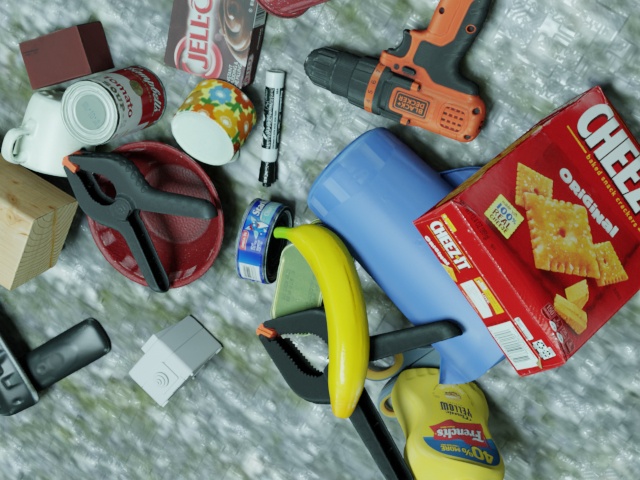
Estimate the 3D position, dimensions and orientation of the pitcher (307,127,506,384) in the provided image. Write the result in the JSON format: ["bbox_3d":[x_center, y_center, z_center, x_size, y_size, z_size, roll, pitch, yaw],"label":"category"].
[{"bbox_3d":[0.113,0.002,1.012,0.243,0.149,0.145,46,136,8],"label":"pitcher"}]

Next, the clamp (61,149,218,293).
[{"bbox_3d":[-0.197,-0.026,1.101,0.171,0.039,0.120,32,110,11],"label":"clamp"}]

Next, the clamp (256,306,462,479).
[{"bbox_3d":[0.025,0.131,1.002,0.210,0.036,0.164,16,100,33],"label":"clamp"}]

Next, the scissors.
[{"bbox_3d":[0.114,0.102,1.097,0.096,0.016,0.202,39,113,1],"label":"scissors"}]

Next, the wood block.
[{"bbox_3d":[-0.375,-0.047,1.132,0.206,0.090,0.091,30,114,9],"label":"wood block"}]

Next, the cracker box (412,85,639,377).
[{"bbox_3d":[0.208,-0.012,0.920,0.164,0.213,0.072,55,150,-3],"label":"cracker box"}]

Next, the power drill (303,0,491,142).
[{"bbox_3d":[0.087,-0.202,0.994,0.184,0.057,0.188,22,115,13],"label":"power drill"}]

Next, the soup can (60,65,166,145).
[{"bbox_3d":[-0.212,-0.140,1.098,0.069,0.102,0.068,6,108,19],"label":"soup can"}]

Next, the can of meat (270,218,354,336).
[{"bbox_3d":[-0.007,0.038,1.087,0.057,0.083,0.102,16,112,15],"label":"can of meat"}]

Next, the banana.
[{"bbox_3d":[0.012,0.060,0.976,0.070,0.037,0.198,-41,58,43],"label":"banana"}]

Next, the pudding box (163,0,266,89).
[{"bbox_3d":[-0.103,-0.218,1.067,0.090,0.039,0.113,19,113,14],"label":"pudding box"}]

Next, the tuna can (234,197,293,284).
[{"bbox_3d":[-0.057,0.001,1.093,0.034,0.086,0.086,13,110,14],"label":"tuna can"}]

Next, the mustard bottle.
[{"bbox_3d":[0.125,0.201,1.020,0.096,0.191,0.058,17,117,-13],"label":"mustard bottle"}]

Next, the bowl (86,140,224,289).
[{"bbox_3d":[-0.167,-0.032,1.140,0.162,0.055,0.162,6,108,19],"label":"bowl"}]

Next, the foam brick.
[{"bbox_3d":[-0.268,-0.196,1.129,0.078,0.051,0.053,-10,102,23],"label":"foam brick"}]

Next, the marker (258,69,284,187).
[{"bbox_3d":[-0.051,-0.113,1.092,0.020,0.020,0.121,11,110,17],"label":"marker"}]
